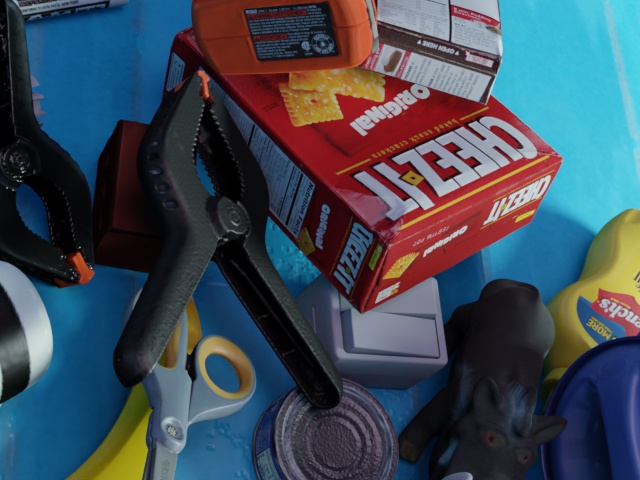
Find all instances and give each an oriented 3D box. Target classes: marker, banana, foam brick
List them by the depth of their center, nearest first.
[{"bbox_3d":[-0.113,0.106,0.599,0.069,0.037,0.197,40,55,-3],"label":"banana"},{"bbox_3d":[-0.109,-0.026,0.657,0.051,0.053,0.078,11,61,-21],"label":"foam brick"},{"bbox_3d":[-0.184,-0.156,0.704,0.120,0.020,0.020,-19,75,-32],"label":"marker"}]

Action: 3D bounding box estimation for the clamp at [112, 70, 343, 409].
[{"bbox_3d":[-0.054,0.001,0.616,0.164,0.036,0.210,25,47,-45],"label":"clamp"}]

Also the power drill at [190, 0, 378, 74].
[{"bbox_3d":[-0.016,-0.178,0.672,0.185,0.057,0.187,-2,42,21],"label":"power drill"}]

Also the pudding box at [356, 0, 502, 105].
[{"bbox_3d":[0.072,-0.145,0.705,0.090,0.039,0.113,15,39,-7],"label":"pudding box"}]

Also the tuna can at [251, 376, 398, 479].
[{"bbox_3d":[0.004,0.127,0.649,0.086,0.034,0.086,11,62,-21],"label":"tuna can"}]

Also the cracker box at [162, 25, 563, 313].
[{"bbox_3d":[0.025,-0.075,0.701,0.163,0.072,0.214,-26,60,-34],"label":"cracker box"}]

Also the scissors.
[{"bbox_3d":[-0.065,0.102,0.554,0.096,0.016,0.202,27,30,-34],"label":"scissors"}]

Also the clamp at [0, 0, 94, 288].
[{"bbox_3d":[-0.177,-0.053,0.610,0.120,0.039,0.171,-50,121,-30],"label":"clamp"}]
